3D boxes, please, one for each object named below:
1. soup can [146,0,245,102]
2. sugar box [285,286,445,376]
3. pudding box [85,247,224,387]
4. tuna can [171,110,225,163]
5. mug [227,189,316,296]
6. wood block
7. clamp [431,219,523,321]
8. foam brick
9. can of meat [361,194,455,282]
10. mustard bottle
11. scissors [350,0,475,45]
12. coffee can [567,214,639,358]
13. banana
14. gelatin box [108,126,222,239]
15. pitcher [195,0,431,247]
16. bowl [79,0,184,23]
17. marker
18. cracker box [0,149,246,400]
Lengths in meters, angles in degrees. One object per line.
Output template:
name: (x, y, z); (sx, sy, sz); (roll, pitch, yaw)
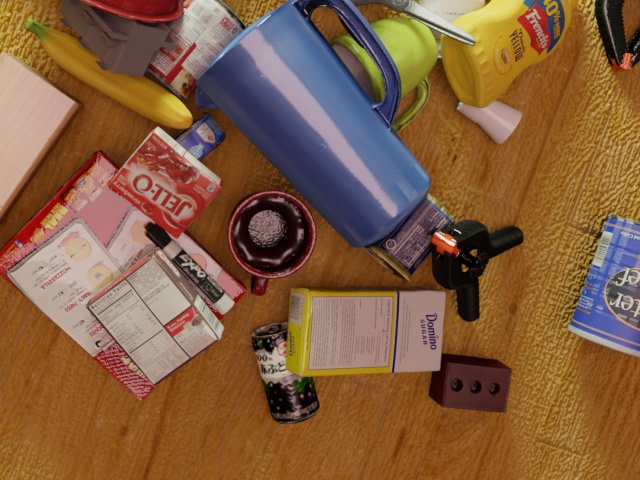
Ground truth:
soup can: (-0.135, -0.205, 1.112); (0.068, 0.068, 0.102); (41, 89, -11)
sugar box: (0.051, 0.097, 1.163); (0.175, 0.048, 0.093); (2, 95, -30)
pudding box: (-0.166, 0.078, 1.079); (0.090, 0.039, 0.113); (-35, 101, 10)
tuna can: (-0.141, -0.096, 1.115); (0.086, 0.086, 0.033); (-39, 103, -2)
mug: (-0.057, 0.001, 1.142); (0.093, 0.081, 0.117); (7, 96, -10)
wood block: (-0.338, -0.080, 1.086); (0.090, 0.091, 0.206); (35, 91, -11)
clamp: (0.159, 0.031, 1.157); (0.171, 0.039, 0.120); (12, 100, -55)
foam brick: (0.169, 0.161, 1.210); (0.078, 0.051, 0.053); (6, 96, -9)
can of meat: (0.093, -0.008, 1.154); (0.057, 0.102, 0.084); (41, 87, -11)
mustard bottle: (0.215, -0.230, 1.150); (0.191, 0.058, 0.096); (-38, 126, -23)
scissors: (0.084, -0.267, 1.115); (0.202, 0.016, 0.096); (18, 76, 22)
coffee can: (0.350, 0.053, 1.198); (0.102, 0.103, 0.140); (18, 94, -10)
banana: (-0.213, -0.164, 1.097); (0.198, 0.069, 0.037); (30, 101, 3)
gelatin box: (-0.153, -0.057, 1.066); (0.089, 0.030, 0.073); (40, 104, -11)
pitcher: (0.006, -0.120, 1.070); (0.243, 0.149, 0.144); (49, 64, -8)
bowl: (-0.200, -0.278, 1.043); (0.162, 0.162, 0.055); (22, 119, -11)
marker: (-0.135, 0.027, 1.093); (0.020, 0.020, 0.121); (-43, 102, -2)
cracker box: (-0.212, 0.035, 1.129); (0.213, 0.072, 0.164); (44, 89, -12)
